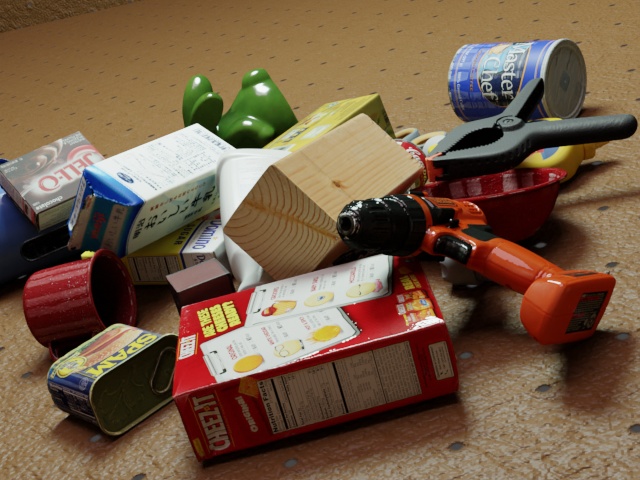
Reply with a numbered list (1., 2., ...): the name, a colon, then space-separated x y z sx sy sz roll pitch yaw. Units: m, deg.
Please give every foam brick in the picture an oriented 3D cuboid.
1. foam brick: -0.103 0.065 0.982 0.051 0.078 0.053 -22 21 -14

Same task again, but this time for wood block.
1. wood block: 0.009 -0.042 1.026 0.090 0.091 0.205 -51 -8 31

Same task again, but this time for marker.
1. marker: 0.046 0.008 1.093 0.121 0.020 0.020 -27 25 -25

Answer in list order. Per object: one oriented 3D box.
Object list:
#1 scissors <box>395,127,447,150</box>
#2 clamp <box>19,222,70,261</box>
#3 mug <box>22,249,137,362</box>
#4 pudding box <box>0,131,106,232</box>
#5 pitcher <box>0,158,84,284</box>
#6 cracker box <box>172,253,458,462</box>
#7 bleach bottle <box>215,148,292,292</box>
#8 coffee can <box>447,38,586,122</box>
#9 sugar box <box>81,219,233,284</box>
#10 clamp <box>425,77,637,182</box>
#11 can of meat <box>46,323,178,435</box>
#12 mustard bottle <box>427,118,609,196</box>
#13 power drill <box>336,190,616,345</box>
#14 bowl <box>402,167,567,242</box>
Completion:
1. scissors: 0.092 -0.098 1.313 0.096 0.016 0.201 -4 25 28
2. clamp: -0.241 -0.021 1.195 0.171 0.039 0.120 -32 22 -36
3. mug: -0.240 0.072 1.057 0.082 0.093 0.117 -13 59 17
4. pudding box: -0.300 -0.069 1.230 0.113 0.039 0.090 -30 58 -28
5. pitcher: -0.376 -0.025 1.287 0.242 0.149 0.145 -20 20 -19
6. cracker box: -0.006 0.088 0.874 0.213 0.072 0.164 -16 21 2
7. bleach bottle: -0.057 0.001 1.069 0.102 0.068 0.251 0 37 -4
8. coffee can: 0.245 -0.197 1.334 0.141 0.103 0.102 6 31 42
9. sugar box: -0.166 0.012 1.184 0.176 0.048 0.093 -5 22 27
10. clamp: 0.205 -0.107 1.096 0.209 0.036 0.165 -27 32 -23
11. can of meat: -0.177 0.118 0.934 0.101 0.057 0.084 -33 26 -35
12. mustard bottle: 0.219 -0.090 1.158 0.191 0.058 0.096 -14 35 0
13. power drill: 0.125 0.015 0.850 0.188 0.057 0.184 33 22 35
14. bowl: 0.161 -0.029 1.036 0.162 0.055 0.162 -10 10 2
